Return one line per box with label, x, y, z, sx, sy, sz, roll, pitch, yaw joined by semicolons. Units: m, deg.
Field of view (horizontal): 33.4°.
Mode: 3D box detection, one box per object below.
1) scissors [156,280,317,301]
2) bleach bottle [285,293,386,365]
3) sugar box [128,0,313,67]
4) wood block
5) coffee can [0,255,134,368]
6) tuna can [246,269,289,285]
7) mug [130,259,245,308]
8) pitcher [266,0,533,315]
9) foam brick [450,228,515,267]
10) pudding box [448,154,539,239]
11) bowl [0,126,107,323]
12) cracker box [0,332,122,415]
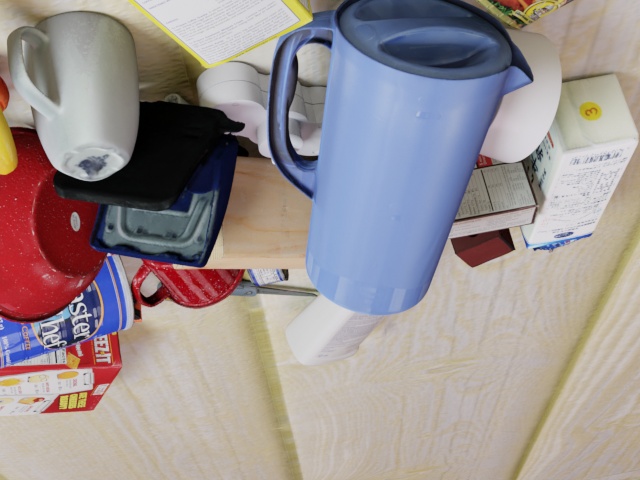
scissors;-0.084;0.047;1.216;0.201;0.016;0.096;-1;153;-21
bleach bottle;0.057;0.060;1.248;0.102;0.068;0.251;-10;154;-38
sugar box;-0.087;-0.186;0.705;0.093;0.048;0.176;-22;149;19
wood block;-0.024;-0.022;0.969;0.205;0.090;0.091;1;173;-35
coffee can;-0.263;0.056;1.024;0.140;0.103;0.103;-17;158;-24
tuna can;-0.057;0.001;1.053;0.034;0.086;0.086;-12;154;5
mug;-0.137;0.016;1.035;0.117;0.093;0.081;-42;149;-7
pitcher;0.047;-0.064;0.829;0.144;0.149;0.243;-21;139;-35
foam brick;0.162;-0.021;1.109;0.053;0.078;0.051;-24;151;20
pudding box;0.142;-0.052;1.022;0.113;0.090;0.039;-11;154;-3
bowl;-0.218;-0.014;0.858;0.055;0.162;0.161;-4;161;30
cracker box;-0.357;0.150;1.249;0.213;0.072;0.164;0;154;-25
